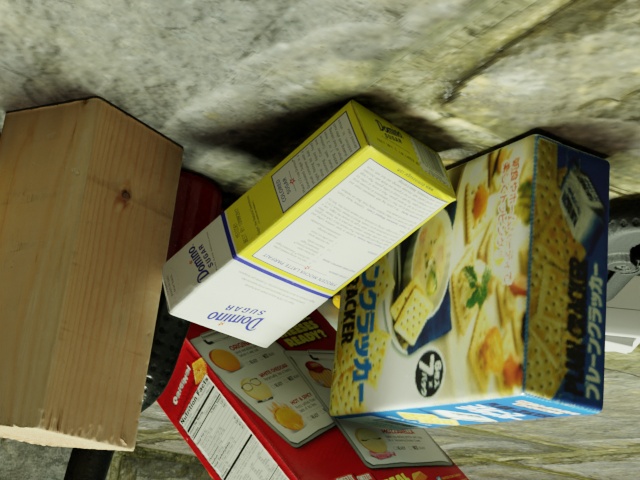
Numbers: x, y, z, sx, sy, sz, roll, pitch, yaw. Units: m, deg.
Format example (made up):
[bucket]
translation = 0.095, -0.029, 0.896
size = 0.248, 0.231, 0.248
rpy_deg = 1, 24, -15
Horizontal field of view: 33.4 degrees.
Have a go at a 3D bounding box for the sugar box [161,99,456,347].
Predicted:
[sugar box]
translation = -0.010, -0.005, 0.675
size = 0.176, 0.048, 0.093
rpy_deg = -37, 140, 26

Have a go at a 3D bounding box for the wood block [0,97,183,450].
[wood block]
translation = -0.163, 0.025, 0.689
size = 0.090, 0.206, 0.090
rpy_deg = -4, 160, 33

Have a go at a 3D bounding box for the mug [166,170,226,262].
[mug]
translation = -0.106, -0.002, 0.790
size = 0.117, 0.081, 0.093
rpy_deg = 8, 163, -3

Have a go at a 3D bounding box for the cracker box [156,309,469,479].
[cracker box]
translation = -0.015, 0.140, 0.799
size = 0.163, 0.072, 0.214
rpy_deg = 0, -143, -49

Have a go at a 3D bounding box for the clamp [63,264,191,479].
[clamp]
translation = -0.147, 0.110, 0.735
size = 0.036, 0.165, 0.210
rpy_deg = 25, 114, -38
